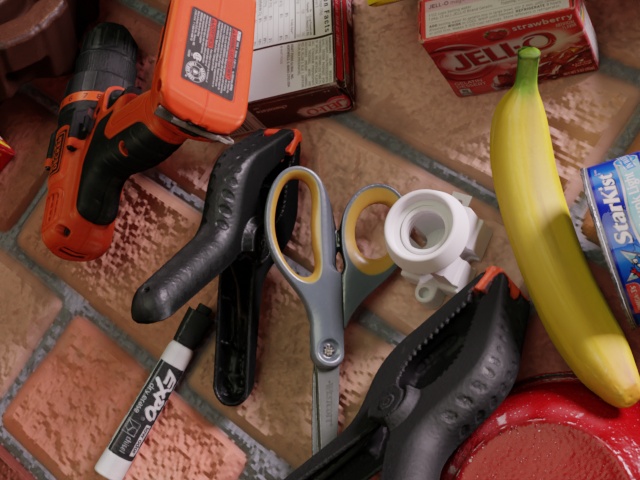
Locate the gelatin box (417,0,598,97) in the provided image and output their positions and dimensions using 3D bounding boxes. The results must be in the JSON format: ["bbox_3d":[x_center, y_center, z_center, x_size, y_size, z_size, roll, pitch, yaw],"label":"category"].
[{"bbox_3d":[0.108,-0.116,0.610,0.089,0.073,0.030,-9,68,22],"label":"gelatin box"}]

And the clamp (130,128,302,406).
[{"bbox_3d":[-0.054,0.001,0.622,0.039,0.120,0.171,5,69,21],"label":"clamp"}]

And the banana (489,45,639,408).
[{"bbox_3d":[0.122,-0.001,0.565,0.037,0.069,0.198,-14,70,0],"label":"banana"}]

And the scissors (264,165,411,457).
[{"bbox_3d":[0.021,0.052,0.616,0.096,0.016,0.202,-13,85,-13],"label":"scissors"}]

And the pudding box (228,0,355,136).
[{"bbox_3d":[-0.034,-0.122,0.702,0.114,0.039,0.090,-9,67,21],"label":"pudding box"}]

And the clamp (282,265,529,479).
[{"bbox_3d":[0.047,0.098,0.538,0.210,0.036,0.165,-48,19,-16],"label":"clamp"}]

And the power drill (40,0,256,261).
[{"bbox_3d":[-0.113,-0.095,0.680,0.188,0.057,0.184,-31,49,48],"label":"power drill"}]

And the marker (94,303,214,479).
[{"bbox_3d":[-0.101,0.093,0.664,0.020,0.020,0.121,27,84,31],"label":"marker"}]
